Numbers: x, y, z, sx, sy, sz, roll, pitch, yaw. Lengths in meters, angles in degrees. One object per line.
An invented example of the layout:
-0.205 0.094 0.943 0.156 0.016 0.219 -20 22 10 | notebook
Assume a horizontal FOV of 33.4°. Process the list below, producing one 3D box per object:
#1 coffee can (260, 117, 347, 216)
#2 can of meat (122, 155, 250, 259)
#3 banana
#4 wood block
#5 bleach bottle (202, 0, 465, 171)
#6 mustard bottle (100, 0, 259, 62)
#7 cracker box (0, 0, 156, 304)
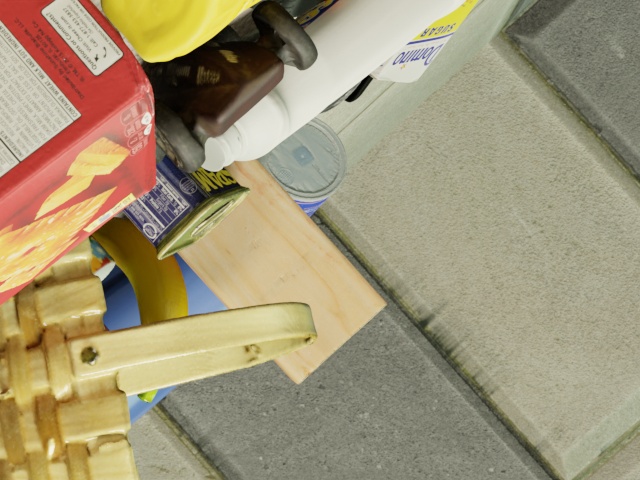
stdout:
-0.043 -0.066 1.192 0.102 0.103 0.140 -41 178 -30 | coffee can
-0.103 -0.041 0.709 0.057 0.084 0.102 -43 178 15 | can of meat
-0.137 0.030 0.798 0.070 0.037 0.198 -38 -137 7 | banana
-0.056 0.001 0.808 0.090 0.206 0.091 -42 179 -7 | wood block
0.002 -0.126 0.723 0.103 0.068 0.250 -15 -156 46 | bleach bottle
-0.008 -0.153 0.479 0.191 0.058 0.096 -42 180 -36 | mustard bottle
-0.168 0.000 0.448 0.213 0.072 0.164 -41 178 -14 | cracker box
